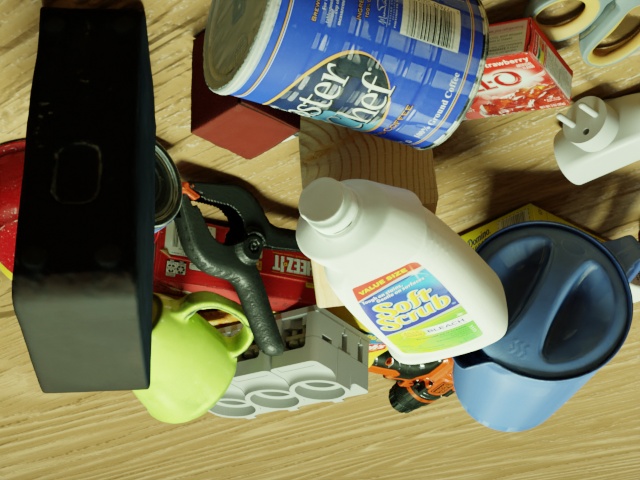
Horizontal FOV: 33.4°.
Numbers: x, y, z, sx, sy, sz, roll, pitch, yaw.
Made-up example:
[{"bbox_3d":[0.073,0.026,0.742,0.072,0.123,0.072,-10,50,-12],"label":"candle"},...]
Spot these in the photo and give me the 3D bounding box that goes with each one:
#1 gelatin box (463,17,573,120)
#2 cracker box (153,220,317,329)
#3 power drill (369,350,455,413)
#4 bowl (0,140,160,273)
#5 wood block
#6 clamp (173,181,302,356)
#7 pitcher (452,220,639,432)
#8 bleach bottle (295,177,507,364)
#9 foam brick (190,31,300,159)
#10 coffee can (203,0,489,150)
[{"bbox_3d":[0.114,-0.112,0.715,0.089,0.030,0.073,-4,156,34],"label":"gelatin box"},{"bbox_3d":[-0.104,0.061,1.029,0.164,0.072,0.214,11,152,-18],"label":"cracker box"},{"bbox_3d":[0.067,0.148,1.222,0.187,0.057,0.185,8,149,-21],"label":"power drill"},{"bbox_3d":[-0.214,-0.008,0.871,0.162,0.055,0.162,5,141,4],"label":"bowl"},{"bbox_3d":[0.034,-0.024,0.813,0.091,0.090,0.206,-5,159,0],"label":"wood block"},{"bbox_3d":[-0.056,0.001,0.900,0.039,0.120,0.171,-6,130,47],"label":"clamp"},{"bbox_3d":[0.187,0.084,0.929,0.149,0.145,0.243,10,158,6],"label":"pitcher"},{"bbox_3d":[0.046,0.019,0.716,0.103,0.068,0.250,-16,155,21],"label":"bleach bottle"},{"bbox_3d":[-0.049,-0.102,0.699,0.052,0.078,0.051,24,143,-39],"label":"foam brick"},{"bbox_3d":[0.014,-0.120,0.636,0.140,0.103,0.103,13,150,-25],"label":"coffee can"}]
